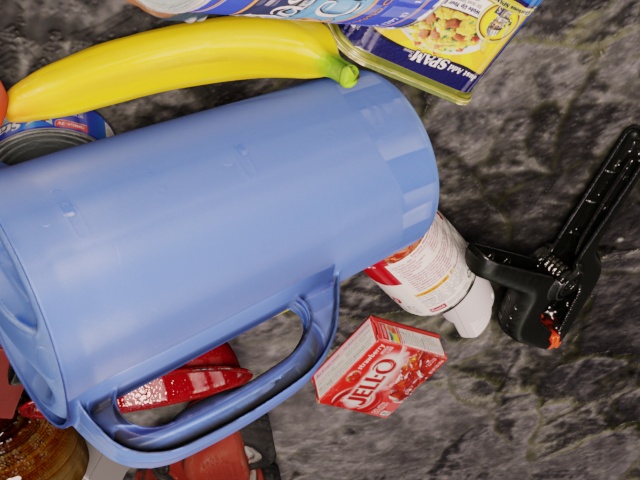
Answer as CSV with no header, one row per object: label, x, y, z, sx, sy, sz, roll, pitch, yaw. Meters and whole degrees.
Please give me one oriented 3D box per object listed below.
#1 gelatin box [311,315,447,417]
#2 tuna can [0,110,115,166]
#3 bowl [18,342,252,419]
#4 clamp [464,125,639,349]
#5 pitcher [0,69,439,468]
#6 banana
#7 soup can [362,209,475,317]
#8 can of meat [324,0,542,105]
gelatin box,0.047,0.105,0.869,0.073,0.030,0.089,18,128,-32
tuna can,-0.162,-0.044,0.640,0.086,0.034,0.086,-8,138,-8
bowl,-0.131,0.083,0.746,0.162,0.055,0.162,-10,166,-3
clamp,0.180,0.014,0.789,0.164,0.036,0.210,-37,149,-10
pitcher,-0.054,0.001,0.569,0.242,0.145,0.149,-23,114,-26
banana,-0.075,-0.097,0.584,0.198,0.069,0.037,-6,113,11
soup can,0.057,0.001,0.731,0.069,0.068,0.102,-31,137,16
can of meat,0.065,-0.134,0.595,0.101,0.057,0.084,16,127,-32
